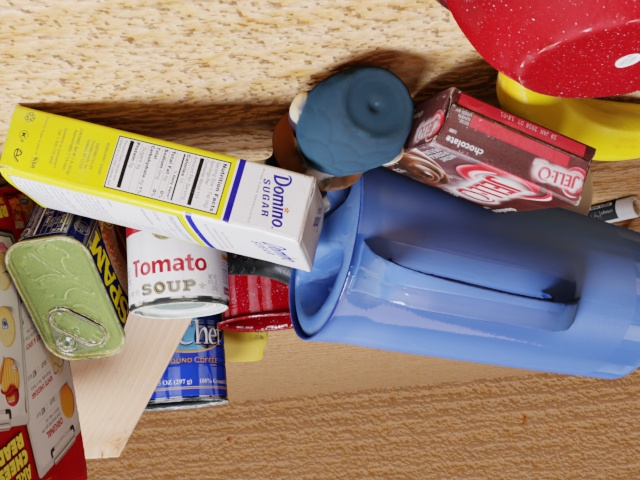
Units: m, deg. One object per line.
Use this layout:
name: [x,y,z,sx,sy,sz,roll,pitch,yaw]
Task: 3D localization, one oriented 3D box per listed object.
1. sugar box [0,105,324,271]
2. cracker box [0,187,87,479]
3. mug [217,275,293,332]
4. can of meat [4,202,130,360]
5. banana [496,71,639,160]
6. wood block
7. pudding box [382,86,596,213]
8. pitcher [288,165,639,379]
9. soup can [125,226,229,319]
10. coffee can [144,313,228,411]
sugar box: [-0.087,-0.029,0.623,0.176,0.048,0.093,11,170,5]
cracker box: [-0.227,0.074,0.685,0.072,0.214,0.164,-8,-179,11]
mug: [-0.035,0.033,0.945,0.117,0.081,0.093,-1,167,-14]
can of meat: [-0.161,0.015,0.719,0.057,0.084,0.102,-8,126,10]
banana: [0.160,-0.078,0.637,0.197,0.037,0.070,3,146,-38]
wood block: [-0.187,0.087,0.894,0.090,0.090,0.206,3,134,-34]
pudding box: [0.091,-0.048,0.616,0.090,0.039,0.113,22,176,-11]
pitcher: [0.110,0.026,0.719,0.242,0.149,0.145,12,143,-16]
soup can: [-0.097,-0.003,0.715,0.068,0.102,0.068,-4,167,-1]
coffee can: [-0.141,0.085,1.001,0.103,0.140,0.103,-5,168,-1]
